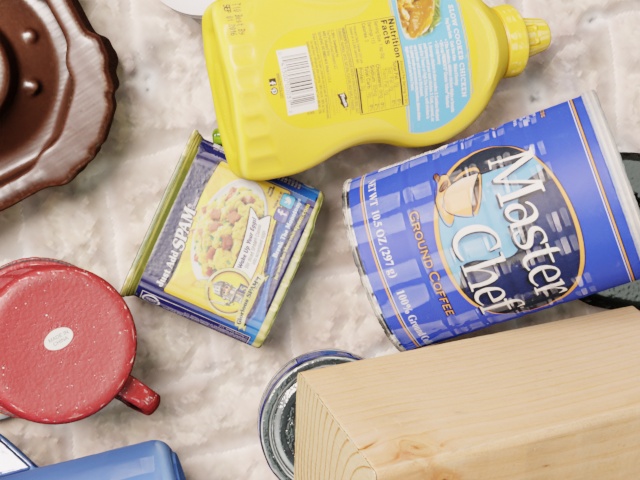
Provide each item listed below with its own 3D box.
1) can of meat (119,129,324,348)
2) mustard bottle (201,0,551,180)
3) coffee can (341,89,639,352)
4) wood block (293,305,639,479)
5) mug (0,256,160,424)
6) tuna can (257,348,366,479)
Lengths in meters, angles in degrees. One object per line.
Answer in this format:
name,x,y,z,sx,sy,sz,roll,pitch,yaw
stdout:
can of meat,-0.054,0.001,0.605,0.084,0.057,0.102,24,88,-5
mustard bottle,0.037,-0.096,0.578,0.191,0.058,0.096,-13,99,-15
coffee can,0.095,-0.008,0.571,0.140,0.102,0.103,-19,90,15
wood block,0.099,0.108,0.553,0.205,0.091,0.090,-9,119,-22
mug,-0.137,0.061,0.576,0.117,0.082,0.093,38,75,-17
tuna can,0.006,0.107,0.617,0.086,0.034,0.086,0,89,-4
